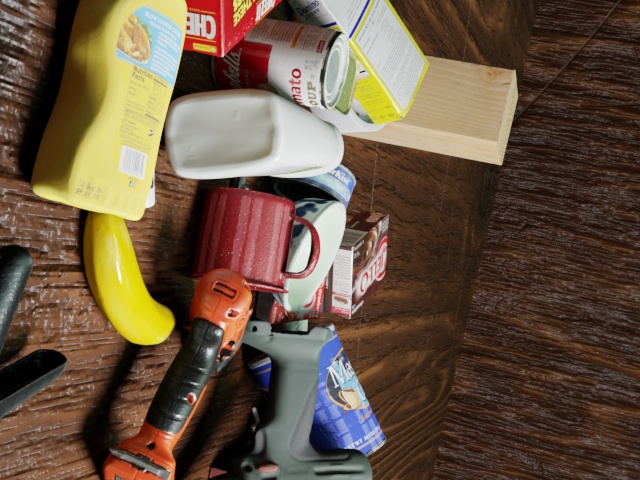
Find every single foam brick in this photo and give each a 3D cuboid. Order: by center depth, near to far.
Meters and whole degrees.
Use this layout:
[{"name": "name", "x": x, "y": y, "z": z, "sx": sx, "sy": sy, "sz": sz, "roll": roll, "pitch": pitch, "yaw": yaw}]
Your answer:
[{"name": "foam brick", "x": -0.085, "y": 0.261, "z": 1.158, "sx": 0.078, "sy": 0.053, "sz": 0.051, "roll": -33, "pitch": 133, "yaw": -70}]

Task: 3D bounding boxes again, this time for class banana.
[{"name": "banana", "x": -0.142, "y": 0.035, "z": 0.804, "sx": 0.198, "sy": 0.037, "sz": 0.069, "roll": 82, "pitch": 26, "yaw": -52}]

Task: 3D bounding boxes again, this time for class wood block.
[{"name": "wood block", "x": 0.116, "y": -0.160, "z": 1.236, "sx": 0.090, "sy": 0.206, "sz": 0.091, "roll": 44, "pitch": 59, "yaw": -72}]

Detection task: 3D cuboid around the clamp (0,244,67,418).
[{"name": "clamp", "x": -0.206, "y": 0.099, "z": 0.630, "sx": 0.171, "sy": 0.039, "sz": 0.120, "roll": -61, "pitch": 154, "yaw": -28}]

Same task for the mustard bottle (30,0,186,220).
[{"name": "mustard bottle", "x": -0.128, "y": -0.113, "z": 0.693, "sx": 0.096, "sy": 0.058, "sz": 0.191, "roll": 20, "pitch": 84, "yaw": -68}]

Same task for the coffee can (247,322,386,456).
[{"name": "coffee can", "x": -0.004, "y": 0.174, "z": 1.161, "sx": 0.140, "sy": 0.103, "sz": 0.102, "roll": 65, "pitch": 19, "yaw": 1}]

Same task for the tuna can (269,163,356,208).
[{"name": "tuna can", "x": -0.009, "y": -0.059, "z": 1.105, "sx": 0.086, "sy": 0.086, "sz": 0.033, "roll": 65, "pitch": 42, "yaw": -66}]

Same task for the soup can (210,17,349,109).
[{"name": "soup can", "x": -0.033, "y": -0.153, "z": 0.911, "sx": 0.068, "sy": 0.102, "sz": 0.068, "roll": 13, "pitch": 90, "yaw": -75}]

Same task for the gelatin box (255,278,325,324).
[{"name": "gelatin box", "x": -0.029, "y": 0.043, "z": 1.159, "sx": 0.073, "sy": 0.030, "sz": 0.089, "roll": -4, "pitch": 108, "yaw": -42}]

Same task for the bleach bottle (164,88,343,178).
[{"name": "bleach bottle", "x": -0.043, "y": -0.084, "z": 0.941, "sx": 0.250, "sy": 0.103, "sz": 0.068, "roll": -2, "pitch": 88, "yaw": -76}]

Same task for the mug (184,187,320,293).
[{"name": "mug", "x": -0.056, "y": 0.001, "z": 0.940, "sx": 0.093, "sy": 0.117, "sz": 0.081, "roll": 24, "pitch": 75, "yaw": -70}]

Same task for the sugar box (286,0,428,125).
[{"name": "sugar box", "x": 0.041, "y": -0.213, "z": 1.094, "sx": 0.176, "sy": 0.048, "sz": 0.093, "roll": 49, "pitch": 48, "yaw": -31}]

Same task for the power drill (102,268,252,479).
[{"name": "power drill", "x": -0.117, "y": 0.129, "z": 0.896, "sx": 0.184, "sy": 0.057, "sz": 0.187, "roll": 109, "pitch": 4, "yaw": -64}]

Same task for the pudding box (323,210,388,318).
[{"name": "pudding box", "x": 0.042, "y": 0.025, "z": 1.229, "sx": 0.113, "sy": 0.039, "sz": 0.090, "roll": -38, "pitch": 134, "yaw": -56}]
